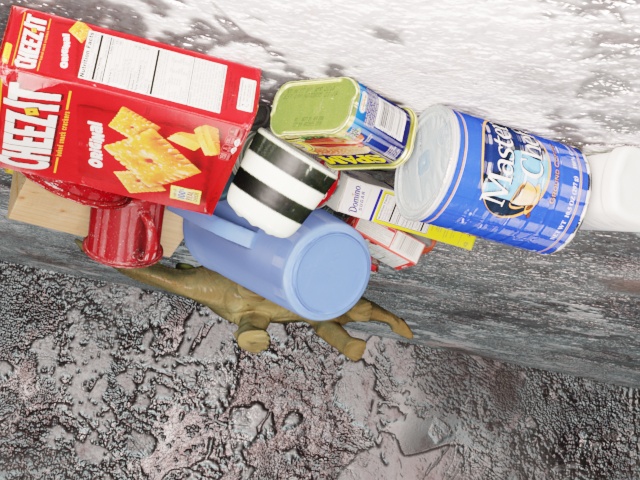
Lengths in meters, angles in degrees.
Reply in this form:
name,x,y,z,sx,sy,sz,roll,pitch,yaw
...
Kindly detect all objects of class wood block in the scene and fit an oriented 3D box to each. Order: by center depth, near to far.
name,x,y,z,sx,sy,sz,roll,pitch,yaw
wood block,-0.263,-0.059,1.298,0.205,0.091,0.090,14,140,-24

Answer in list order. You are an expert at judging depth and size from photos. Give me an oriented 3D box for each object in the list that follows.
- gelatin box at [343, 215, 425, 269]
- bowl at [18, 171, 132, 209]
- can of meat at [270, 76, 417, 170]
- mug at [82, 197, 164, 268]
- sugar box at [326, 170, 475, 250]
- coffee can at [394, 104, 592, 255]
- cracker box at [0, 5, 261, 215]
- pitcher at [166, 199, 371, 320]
name,x,y,z,sx,sy,sz,roll,pitch,yaw
gelatin box,0.070,-0.001,1.249,0.089,0.030,0.073,29,168,-8
bowl,-0.260,-0.100,1.122,0.162,0.055,0.162,30,-162,-11
can of meat,0.019,-0.102,0.930,0.102,0.057,0.083,2,165,43
mug,-0.213,-0.020,1.199,0.093,0.081,0.117,-6,-149,-31
sugar box,0.082,-0.040,1.180,0.176,0.048,0.093,13,-168,-24
coffee can,0.150,-0.052,0.938,0.140,0.103,0.103,14,170,-21
cracker box,-0.176,-0.105,0.938,0.213,0.072,0.164,12,151,-14
pitcher,-0.058,0.001,1.198,0.149,0.145,0.243,-28,-153,-21
